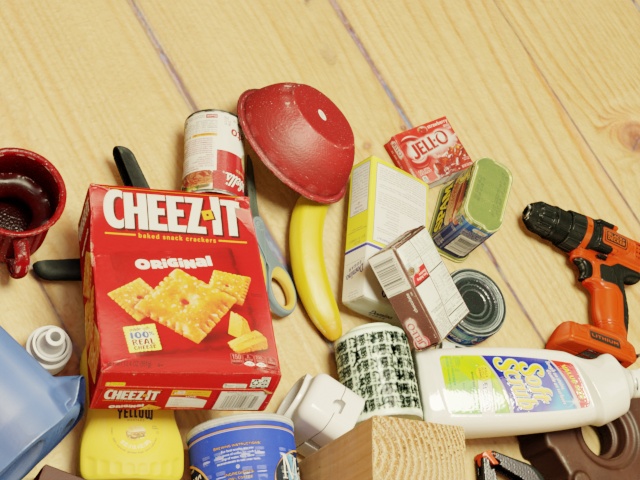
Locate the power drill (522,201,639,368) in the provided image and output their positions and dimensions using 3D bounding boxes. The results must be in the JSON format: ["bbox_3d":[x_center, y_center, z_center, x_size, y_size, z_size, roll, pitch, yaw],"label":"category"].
[{"bbox_3d":[0.318,0.054,1.284,0.184,0.057,0.187,21,59,-14],"label":"power drill"}]

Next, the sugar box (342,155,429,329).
[{"bbox_3d":[0.074,0.003,1.194,0.093,0.048,0.176,24,59,-31],"label":"sugar box"}]

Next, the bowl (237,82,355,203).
[{"bbox_3d":[-0.014,-0.120,1.176,0.162,0.055,0.162,34,31,-25],"label":"bowl"}]

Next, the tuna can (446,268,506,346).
[{"bbox_3d":[0.169,0.076,1.218,0.086,0.034,0.086,10,62,-20],"label":"tuna can"}]

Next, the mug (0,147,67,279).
[{"bbox_3d":[-0.294,-0.019,1.020,0.093,0.082,0.117,-7,69,-28],"label":"mug"}]

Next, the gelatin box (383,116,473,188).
[{"bbox_3d":[0.132,-0.103,1.290,0.089,0.030,0.073,-22,76,-32],"label":"gelatin box"}]

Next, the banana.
[{"bbox_3d":[-0.003,0.011,1.168,0.069,0.037,0.198,13,61,-19],"label":"banana"}]

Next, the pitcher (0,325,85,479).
[{"bbox_3d":[-0.337,0.115,0.918,0.243,0.145,0.149,45,44,5],"label":"pitcher"}]

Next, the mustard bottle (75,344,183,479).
[{"bbox_3d":[-0.179,0.134,1.009,0.096,0.058,0.191,4,67,-18],"label":"mustard bottle"}]

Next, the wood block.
[{"bbox_3d":[0.045,0.234,0.979,0.090,0.206,0.090,10,62,-20],"label":"wood block"}]

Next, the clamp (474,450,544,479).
[{"bbox_3d":[0.232,0.293,1.136,0.120,0.039,0.171,-22,79,-26],"label":"clamp"}]

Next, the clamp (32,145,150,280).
[{"bbox_3d":[-0.165,0.008,1.091,0.210,0.036,0.164,27,66,-13],"label":"clamp"}]

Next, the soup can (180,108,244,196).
[{"bbox_3d":[-0.115,-0.081,1.142,0.068,0.069,0.102,10,62,-21],"label":"soup can"}]

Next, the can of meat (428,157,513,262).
[{"bbox_3d":[0.176,-0.037,1.246,0.057,0.084,0.102,26,58,-12],"label":"can of meat"}]

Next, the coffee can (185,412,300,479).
[{"bbox_3d":[-0.066,0.241,0.981,0.102,0.103,0.140,3,60,-24],"label":"coffee can"}]

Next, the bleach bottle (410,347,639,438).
[{"bbox_3d":[0.225,0.154,1.140,0.250,0.068,0.102,-4,65,-6],"label":"bleach bottle"}]

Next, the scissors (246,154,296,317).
[{"bbox_3d":[-0.058,0.001,1.156,0.096,0.016,0.201,40,37,-31],"label":"scissors"}]

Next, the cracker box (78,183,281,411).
[{"bbox_3d":[-0.134,0.050,0.990,0.164,0.072,0.214,4,50,-21],"label":"cracker box"}]

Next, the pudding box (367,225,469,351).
[{"bbox_3d":[0.106,0.049,1.131,0.113,0.039,0.089,64,31,-4],"label":"pudding box"}]
